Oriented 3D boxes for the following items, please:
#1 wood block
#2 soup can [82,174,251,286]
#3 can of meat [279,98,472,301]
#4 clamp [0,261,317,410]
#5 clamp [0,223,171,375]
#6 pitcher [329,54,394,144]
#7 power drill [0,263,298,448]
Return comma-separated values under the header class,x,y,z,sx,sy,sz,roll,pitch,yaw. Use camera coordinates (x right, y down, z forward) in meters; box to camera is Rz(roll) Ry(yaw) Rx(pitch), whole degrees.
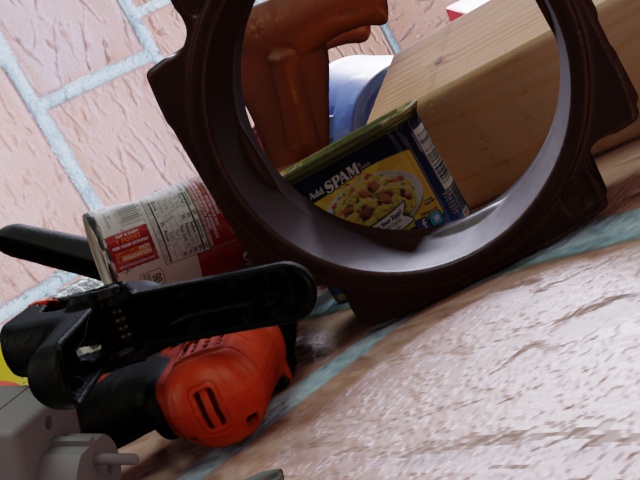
class,x,y,z,sx,sy,sz,roll,pitch,yaw
wood block,0.141,-0.104,0.656,0.207,0.090,0.090,-24,31,38
soup can,-0.080,-0.002,0.626,0.102,0.068,0.069,-20,4,-16
can of meat,0.031,-0.023,0.636,0.102,0.084,0.057,-28,7,18
clamp,-0.080,0.035,0.462,0.120,0.039,0.172,-11,6,-25
clamp,-0.090,0.042,0.662,0.210,0.164,0.036,-12,-30,-9
pitcher,0.048,-0.099,0.921,0.149,0.145,0.243,-45,11,-2
power drill,-0.100,0.073,0.548,0.188,0.057,0.184,-24,9,10
